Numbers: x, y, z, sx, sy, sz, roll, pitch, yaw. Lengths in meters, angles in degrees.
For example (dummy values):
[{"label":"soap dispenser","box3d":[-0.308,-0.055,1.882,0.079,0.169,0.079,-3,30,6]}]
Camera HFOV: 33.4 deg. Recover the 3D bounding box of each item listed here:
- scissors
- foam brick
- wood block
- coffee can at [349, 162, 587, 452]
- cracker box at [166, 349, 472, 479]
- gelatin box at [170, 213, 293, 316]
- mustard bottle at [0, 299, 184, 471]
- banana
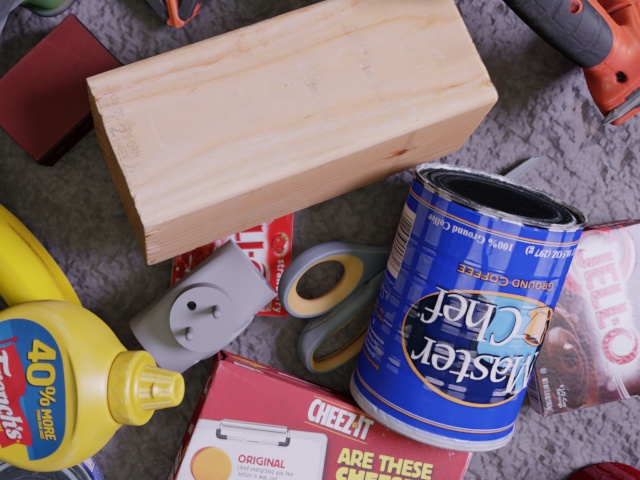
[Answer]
[{"label":"scissors","box3d":[0.050,-0.003,0.662,0.202,0.016,0.096,-48,131,-2]},{"label":"foam brick","box3d":[-0.154,-0.087,0.634,0.078,0.053,0.051,-44,97,-3]},{"label":"wood block","box3d":[-0.019,-0.070,0.610,0.206,0.091,0.090,-21,79,-13]},{"label":"coffee can","box3d":[0.084,0.037,0.626,0.102,0.103,0.140,13,107,-7]},{"label":"cracker box","box3d":[-0.025,0.194,0.654,0.164,0.072,0.214,21,89,-8]},{"label":"gelatin box","box3d":[-0.054,0.001,0.661,0.073,0.030,0.089,4,93,-7]},{"label":"mustard bottle","box3d":[-0.169,0.082,0.605,0.192,0.058,0.096,-1,93,15]},{"label":"banana","box3d":[-0.189,0.028,0.646,0.198,0.037,0.070,46,113,-4]}]
